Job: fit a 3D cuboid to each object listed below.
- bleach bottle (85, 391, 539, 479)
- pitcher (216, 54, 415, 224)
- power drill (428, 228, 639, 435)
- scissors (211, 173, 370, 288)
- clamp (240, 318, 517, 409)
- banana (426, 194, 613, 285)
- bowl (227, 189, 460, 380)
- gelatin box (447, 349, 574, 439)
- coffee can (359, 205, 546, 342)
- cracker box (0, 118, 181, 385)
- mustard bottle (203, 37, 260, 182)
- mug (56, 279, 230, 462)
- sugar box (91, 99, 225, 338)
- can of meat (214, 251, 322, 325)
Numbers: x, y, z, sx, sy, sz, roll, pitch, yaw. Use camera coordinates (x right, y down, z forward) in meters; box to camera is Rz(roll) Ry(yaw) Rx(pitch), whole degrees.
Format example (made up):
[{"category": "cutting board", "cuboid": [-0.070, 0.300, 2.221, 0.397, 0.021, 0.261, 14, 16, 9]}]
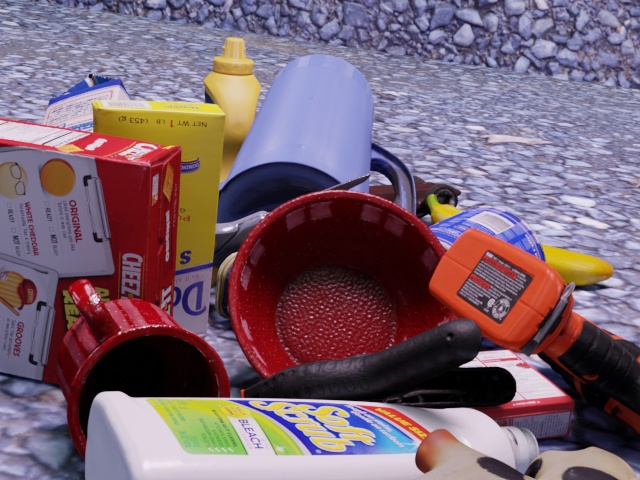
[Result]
[{"category": "bleach bottle", "cuboid": [0.006, 0.122, 0.588, 0.250, 0.068, 0.103, 1, 17, -26]}, {"category": "pitcher", "cuboid": [-0.002, -0.072, 0.989, 0.145, 0.149, 0.242, -27, 27, 25]}, {"category": "power drill", "cuboid": [0.161, 0.064, 0.710, 0.187, 0.057, 0.185, 32, 1, -30]}, {"category": "scissors", "cuboid": [-0.056, 0.001, 0.863, 0.201, 0.096, 0.016, -14, 53, -13]}, {"category": "clamp", "cuboid": [0.037, 0.092, 0.658, 0.172, 0.039, 0.120, -16, -33, 25]}, {"category": "banana", "cuboid": [0.187, 0.004, 1.039, 0.198, 0.037, 0.069, 25, 43, 12]}, {"category": "bowl", "cuboid": [0.015, 0.048, 0.751, 0.162, 0.162, 0.055, 5, -22, -5]}, {"category": "gelatin box", "cuboid": [0.118, 0.106, 0.732, 0.073, 0.030, 0.089, -2, 19, -22]}, {"category": "coffee can", "cuboid": [0.106, 0.034, 0.841, 0.103, 0.103, 0.140, 15, 19, 28]}, {"category": "cracker box", "cuboid": [-0.206, 0.004, 0.722, 0.214, 0.164, 0.072, 9, 19, 10]}, {"category": "mustard bottle", "cuboid": [-0.094, -0.110, 1.090, 0.058, 0.192, 0.096, 2, 17, -14]}, {"category": "mug", "cuboid": [-0.114, 0.073, 0.624, 0.093, 0.117, 0.082, -34, 23, -12]}, {"category": "sugar box", "cuboid": [-0.124, -0.013, 0.784, 0.093, 0.176, 0.048, 1, 16, -16]}, {"category": "can of meat", "cuboid": [-0.018, 0.045, 0.843, 0.101, 0.057, 0.084, -9, 24, -41]}]
